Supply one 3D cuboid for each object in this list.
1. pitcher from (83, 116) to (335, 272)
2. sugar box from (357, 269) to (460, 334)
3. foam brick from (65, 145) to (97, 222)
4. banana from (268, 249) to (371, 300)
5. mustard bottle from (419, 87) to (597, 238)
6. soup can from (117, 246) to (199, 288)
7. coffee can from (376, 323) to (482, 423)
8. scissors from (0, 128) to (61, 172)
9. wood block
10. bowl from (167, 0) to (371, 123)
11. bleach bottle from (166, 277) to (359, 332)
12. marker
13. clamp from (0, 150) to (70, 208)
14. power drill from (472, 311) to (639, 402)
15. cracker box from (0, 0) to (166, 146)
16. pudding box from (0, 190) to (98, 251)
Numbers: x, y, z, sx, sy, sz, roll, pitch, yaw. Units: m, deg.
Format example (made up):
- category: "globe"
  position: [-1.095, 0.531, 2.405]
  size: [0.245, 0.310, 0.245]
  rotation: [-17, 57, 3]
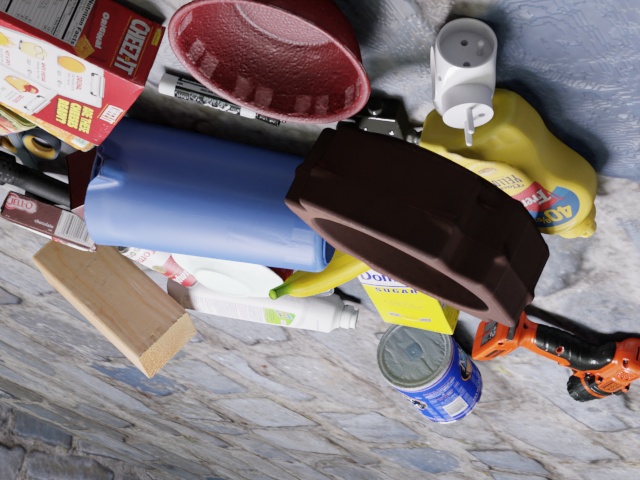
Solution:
- category: "pitcher"
  position: [-0.100, -0.040, 1.074]
  size: [0.243, 0.149, 0.145]
  rotation: [11, 127, 10]
- category: "sugar box"
  position: [0.099, 0.050, 1.233]
  size: [0.093, 0.048, 0.176]
  rotation: [8, 158, 24]
- category: "foam brick"
  position: [-0.242, -0.060, 1.171]
  size: [0.051, 0.078, 0.053]
  rotation: [-23, 146, 13]
- category: "banana"
  position: [0.041, 0.019, 1.129]
  size: [0.198, 0.069, 0.037]
  rotation: [-28, 97, 15]
- category: "mustard bottle"
  position: [0.176, -0.054, 0.898]
  size: [0.096, 0.058, 0.191]
  rotation: [-11, 145, 44]
- category: "soup can"
  position: [-0.192, 0.007, 1.329]
  size: [0.102, 0.068, 0.069]
  rotation: [29, 156, -25]
- category: "coffee can"
  position: [0.147, 0.172, 1.416]
  size: [0.103, 0.102, 0.140]
  rotation: [5, 156, 30]
- category: "scissors"
  position: [-0.328, -0.092, 1.265]
  size: [0.096, 0.016, 0.201]
  rotation: [11, 158, 18]
- category: "wood block"
  position: [-0.272, 0.074, 1.414]
  size: [0.206, 0.090, 0.091]
  rotation: [40, 164, 17]
- category: "bowl"
  position: [-0.033, -0.155, 0.818]
  size: [0.162, 0.055, 0.162]
  rotation: [16, 159, 6]
- category: "bleach bottle"
  position: [-0.073, 0.079, 1.420]
  size: [0.251, 0.068, 0.102]
  rotation: [13, 160, 7]
- category: "marker"
  position: [-0.088, -0.128, 0.979]
  size: [0.121, 0.020, 0.020]
  rotation: [16, 159, 4]
- category: "clamp"
  position: [-0.341, -0.076, 1.162]
  size: [0.165, 0.036, 0.210]
  rotation: [21, 177, 13]
- category: "power drill"
  position: [0.284, 0.140, 1.293]
  size: [0.187, 0.057, 0.185]
  rotation: [17, 155, -5]
- category: "cracker box"
  position: [-0.260, -0.178, 0.924]
  size: [0.213, 0.072, 0.164]
  rotation: [24, 159, -18]
- category: "pudding box"
  position: [-0.312, -0.022, 1.251]
  size: [0.113, 0.039, 0.090]
  rotation: [22, 176, -7]
